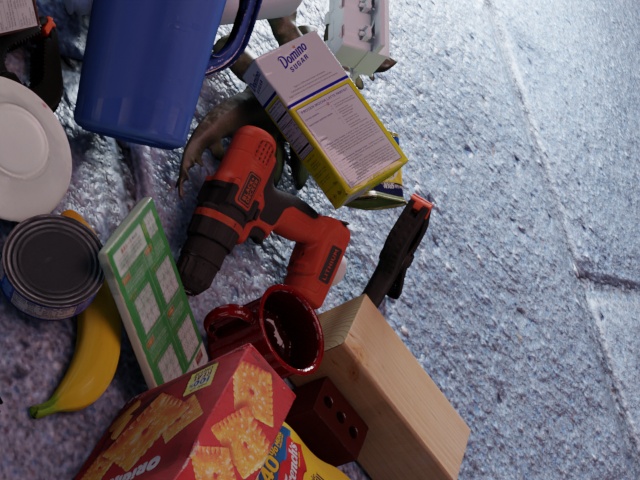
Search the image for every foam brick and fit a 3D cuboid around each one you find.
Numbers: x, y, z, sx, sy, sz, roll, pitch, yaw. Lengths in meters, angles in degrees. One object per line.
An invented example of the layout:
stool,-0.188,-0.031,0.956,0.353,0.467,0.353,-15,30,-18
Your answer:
foam brick,0.002,0.189,1.097,0.078,0.051,0.053,52,35,-17

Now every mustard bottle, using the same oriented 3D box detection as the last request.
mustard bottle,-0.043,0.221,1.007,0.191,0.058,0.096,46,42,-25

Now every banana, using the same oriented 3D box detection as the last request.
banana,-0.201,0.065,0.914,0.069,0.037,0.198,31,46,-40

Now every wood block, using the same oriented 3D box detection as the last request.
wood block,0.063,0.174,1.156,0.206,0.090,0.090,52,35,-17

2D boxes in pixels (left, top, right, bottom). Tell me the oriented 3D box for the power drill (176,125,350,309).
power drill,-0.057,0.001,1.103,0.187,0.057,0.184,39,69,-44

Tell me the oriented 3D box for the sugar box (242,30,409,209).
sugar box,0.005,-0.129,1.132,0.093,0.048,0.176,-31,82,-32

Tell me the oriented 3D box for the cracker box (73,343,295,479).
cracker box,-0.128,0.190,0.816,0.072,0.164,0.213,51,35,-16

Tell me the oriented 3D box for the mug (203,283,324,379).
mug,-0.064,0.095,1.041,0.117,0.082,0.093,31,46,-40

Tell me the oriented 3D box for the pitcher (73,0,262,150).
pitcher,-0.146,-0.211,1.012,0.145,0.149,0.243,10,92,-83

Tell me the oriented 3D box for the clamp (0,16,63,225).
clamp,-0.286,-0.129,0.929,0.164,0.036,0.210,38,45,-34

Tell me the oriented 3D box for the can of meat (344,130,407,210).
can of meat,0.053,-0.082,1.213,0.101,0.058,0.084,8,76,-57

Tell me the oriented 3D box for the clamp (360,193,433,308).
clamp,0.083,0.028,1.242,0.039,0.172,0.120,25,37,12

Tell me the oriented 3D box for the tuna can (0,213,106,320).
tuna can,-0.223,0.023,0.887,0.086,0.034,0.086,11,58,-19
